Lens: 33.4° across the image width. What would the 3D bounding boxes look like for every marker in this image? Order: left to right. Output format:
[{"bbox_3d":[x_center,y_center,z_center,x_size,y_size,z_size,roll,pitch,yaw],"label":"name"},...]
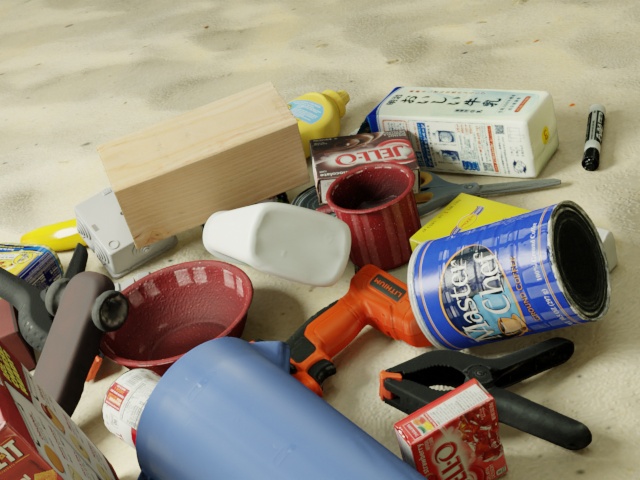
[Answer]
[{"bbox_3d":[0.302,-0.113,1.177,0.020,0.020,0.121,-3,35,21],"label":"marker"}]

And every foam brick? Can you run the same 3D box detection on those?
[{"bbox_3d":[-0.336,0.105,1.123,0.051,0.053,0.078,-24,32,-10],"label":"foam brick"}]

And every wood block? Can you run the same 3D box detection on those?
[{"bbox_3d":[-0.127,-0.084,1.169,0.206,0.091,0.090,-22,45,-9],"label":"wood block"}]

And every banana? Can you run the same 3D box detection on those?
[{"bbox_3d":[-0.272,-0.018,1.298,0.197,0.037,0.069,-18,11,-4],"label":"banana"}]

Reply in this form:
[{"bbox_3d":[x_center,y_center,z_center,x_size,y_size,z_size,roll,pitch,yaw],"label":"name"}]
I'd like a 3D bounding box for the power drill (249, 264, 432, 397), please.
[{"bbox_3d":[0.015,0.106,0.949,0.187,0.057,0.185,-31,38,-22],"label":"power drill"}]

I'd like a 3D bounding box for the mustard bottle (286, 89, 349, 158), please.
[{"bbox_3d":[-0.032,-0.136,1.334,0.096,0.058,0.191,16,46,45],"label":"mustard bottle"}]

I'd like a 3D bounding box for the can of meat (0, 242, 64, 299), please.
[{"bbox_3d":[-0.356,0.047,1.218,0.102,0.057,0.083,3,36,28],"label":"can of meat"}]

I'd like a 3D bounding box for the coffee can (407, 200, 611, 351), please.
[{"bbox_3d":[0.160,0.033,0.910,0.141,0.102,0.102,-18,27,37],"label":"coffee can"}]

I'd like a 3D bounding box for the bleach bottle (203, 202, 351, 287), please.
[{"bbox_3d":[-0.057,0.001,1.081,0.102,0.068,0.251,16,-4,-17],"label":"bleach bottle"}]

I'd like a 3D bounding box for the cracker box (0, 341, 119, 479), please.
[{"bbox_3d":[-0.218,0.175,0.809,0.072,0.213,0.164,-36,36,-7],"label":"cracker box"}]

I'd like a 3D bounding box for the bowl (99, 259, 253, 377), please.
[{"bbox_3d":[-0.136,0.088,1.050,0.162,0.055,0.162,-13,33,8],"label":"bowl"}]

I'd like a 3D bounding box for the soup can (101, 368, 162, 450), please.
[{"bbox_3d":[-0.137,0.158,0.933,0.068,0.068,0.102,-38,37,-29],"label":"soup can"}]

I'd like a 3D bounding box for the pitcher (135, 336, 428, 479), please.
[{"bbox_3d":[-0.020,0.187,0.772,0.243,0.149,0.144,29,21,38],"label":"pitcher"}]

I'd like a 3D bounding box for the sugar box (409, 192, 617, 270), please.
[{"bbox_3d":[0.183,0.010,1.024,0.177,0.048,0.093,15,45,42],"label":"sugar box"}]

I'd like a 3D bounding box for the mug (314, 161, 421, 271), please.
[{"bbox_3d":[0.048,-0.020,1.099,0.117,0.081,0.093,-14,33,6],"label":"mug"}]

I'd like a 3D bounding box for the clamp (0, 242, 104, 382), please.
[{"bbox_3d":[-0.290,0.066,1.111,0.164,0.036,0.210,4,35,-37],"label":"clamp"}]

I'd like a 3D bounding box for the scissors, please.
[{"bbox_3d":[0.155,-0.062,1.174,0.202,0.016,0.096,-14,33,6],"label":"scissors"}]

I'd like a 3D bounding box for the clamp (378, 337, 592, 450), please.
[{"bbox_3d":[0.135,0.127,0.862,0.171,0.039,0.120,-6,29,-1],"label":"clamp"}]

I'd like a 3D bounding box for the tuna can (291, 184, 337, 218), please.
[{"bbox_3d":[0.010,-0.031,1.179,0.086,0.034,0.086,-13,33,8],"label":"tuna can"}]

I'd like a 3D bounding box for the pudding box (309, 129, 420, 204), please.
[{"bbox_3d":[0.048,-0.081,1.168,0.113,0.039,0.090,-8,33,-1],"label":"pudding box"}]

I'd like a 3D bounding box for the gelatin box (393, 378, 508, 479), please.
[{"bbox_3d":[0.099,0.157,0.801,0.073,0.089,0.030,-27,39,-13],"label":"gelatin box"}]
